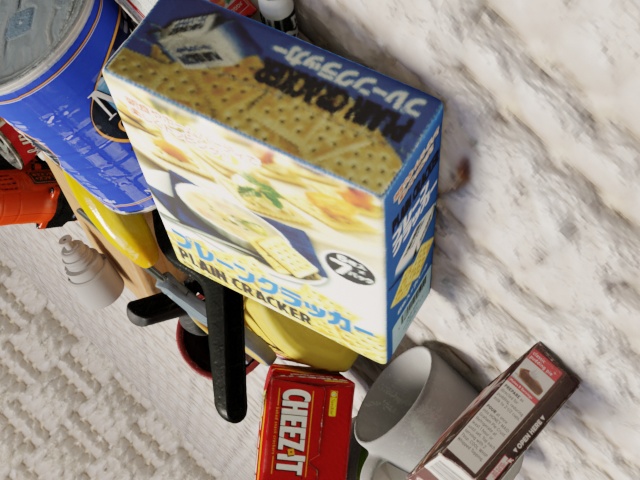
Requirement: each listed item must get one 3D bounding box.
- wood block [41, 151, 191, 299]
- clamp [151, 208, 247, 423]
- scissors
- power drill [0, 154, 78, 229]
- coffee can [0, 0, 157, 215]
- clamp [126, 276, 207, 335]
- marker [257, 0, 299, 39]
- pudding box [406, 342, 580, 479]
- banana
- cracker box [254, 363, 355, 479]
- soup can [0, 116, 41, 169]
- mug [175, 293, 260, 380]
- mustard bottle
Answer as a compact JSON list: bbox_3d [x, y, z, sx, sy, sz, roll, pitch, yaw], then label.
[{"bbox_3d":[-0.154,-0.027,0.921,0.091,0.090,0.206,41,162,20],"label":"wood block"},{"bbox_3d":[-0.055,0.001,0.760,0.036,0.165,0.210,7,-132,-59],"label":"clamp"},{"bbox_3d":[-0.104,0.044,0.841,0.096,0.016,0.201,18,157,47],"label":"scissors"},{"bbox_3d":[-0.283,-0.087,1.023,0.188,0.184,0.057,44,120,27],"label":"power drill"},{"bbox_3d":[-0.145,-0.095,0.680,0.103,0.103,0.140,30,169,42],"label":"coffee can"},{"bbox_3d":[-0.099,0.035,0.958,0.039,0.120,0.171,44,-176,19],"label":"clamp"},{"bbox_3d":[-0.020,-0.107,0.547,0.020,0.020,0.121,39,162,23],"label":"marker"},{"bbox_3d":[0.102,0.116,0.647,0.039,0.090,0.113,42,162,7],"label":"pudding box"},{"bbox_3d":[-0.167,-0.072,0.788,0.037,0.069,0.198,-35,63,36],"label":"banana"},{"bbox_3d":[-0.018,0.186,0.858,0.072,0.164,0.214,5,176,-1],"label":"cracker box"},{"bbox_3d":[-0.230,-0.117,0.875,0.068,0.102,0.068,41,162,16],"label":"soup can"},{"bbox_3d":[-0.100,0.088,1.081,0.081,0.093,0.117,107,149,-76],"label":"mug"},{"bbox_3d":[-0.038,0.069,0.917,0.096,0.058,0.192,36,166,-15],"label":"mustard bottle"}]
